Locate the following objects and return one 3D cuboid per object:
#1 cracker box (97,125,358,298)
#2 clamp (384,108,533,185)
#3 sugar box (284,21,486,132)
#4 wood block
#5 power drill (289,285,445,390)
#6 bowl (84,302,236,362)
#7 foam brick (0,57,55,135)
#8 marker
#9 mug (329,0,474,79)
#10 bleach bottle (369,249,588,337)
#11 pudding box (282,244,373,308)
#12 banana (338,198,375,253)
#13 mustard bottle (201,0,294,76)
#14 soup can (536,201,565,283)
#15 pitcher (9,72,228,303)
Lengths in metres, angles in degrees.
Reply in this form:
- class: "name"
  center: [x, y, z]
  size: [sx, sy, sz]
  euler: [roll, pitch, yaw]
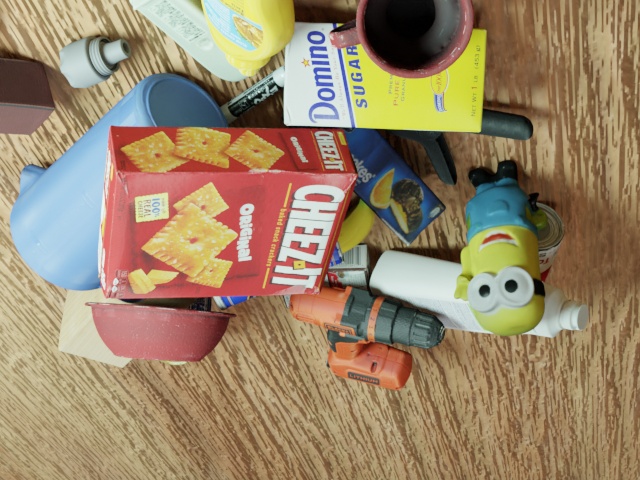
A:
- class: "cracker box"
  center: [-0.089, -0.022, 0.972]
  size: [0.213, 0.072, 0.164]
  euler: [0, 136, -17]
- class: "clamp"
  center: [0.109, -0.112, 1.050]
  size: [0.171, 0.039, 0.120]
  euler: [23, 136, -19]
- class: "sugar box"
  center: [0.056, -0.146, 0.952]
  size: [0.176, 0.093, 0.048]
  euler: [1, -172, -3]
- class: "wood block"
  center: [-0.229, 0.064, 1.279]
  size: [0.090, 0.090, 0.206]
  euler: [20, 141, -26]
- class: "power drill"
  center: [0.064, 0.117, 1.277]
  size: [0.185, 0.057, 0.187]
  euler: [14, 154, 18]
- class: "bowl"
  center: [-0.172, 0.099, 1.138]
  size: [0.162, 0.055, 0.162]
  euler: [4, 175, 0]
- class: "foam brick"
  center: [-0.298, -0.135, 0.997]
  size: [0.078, 0.053, 0.051]
  euler: [0, 154, -41]
- class: "marker"
  center: [-0.052, -0.146, 1.021]
  size: [0.121, 0.020, 0.020]
  euler: [-28, 136, 36]
- class: "mug"
  center: [0.064, -0.182, 0.878]
  size: [0.117, 0.081, 0.093]
  euler: [-19, 108, 7]
- class: "bleach bottle"
  center: [0.182, 0.070, 1.202]
  size: [0.251, 0.068, 0.102]
  euler: [9, 153, 38]
- class: "pudding box"
  center: [0.006, 0.044, 1.286]
  size: [0.113, 0.039, 0.090]
  euler: [-1, 149, 8]
- class: "banana"
  center: [-0.012, -0.006, 1.219]
  size: [0.198, 0.037, 0.069]
  euler: [-22, 110, 26]
- class: "mustard bottle"
  center: [-0.061, -0.205, 0.876]
  size: [0.096, 0.058, 0.192]
  euler: [41, 154, 22]
- class: "soup can"
  center: [0.231, 0.012, 1.202]
  size: [0.068, 0.068, 0.102]
  euler: [2, 145, -2]
- class: "pitcher"
  center: [-0.191, -0.050, 1.069]
  size: [0.149, 0.145, 0.243]
  euler: [20, 139, -34]
